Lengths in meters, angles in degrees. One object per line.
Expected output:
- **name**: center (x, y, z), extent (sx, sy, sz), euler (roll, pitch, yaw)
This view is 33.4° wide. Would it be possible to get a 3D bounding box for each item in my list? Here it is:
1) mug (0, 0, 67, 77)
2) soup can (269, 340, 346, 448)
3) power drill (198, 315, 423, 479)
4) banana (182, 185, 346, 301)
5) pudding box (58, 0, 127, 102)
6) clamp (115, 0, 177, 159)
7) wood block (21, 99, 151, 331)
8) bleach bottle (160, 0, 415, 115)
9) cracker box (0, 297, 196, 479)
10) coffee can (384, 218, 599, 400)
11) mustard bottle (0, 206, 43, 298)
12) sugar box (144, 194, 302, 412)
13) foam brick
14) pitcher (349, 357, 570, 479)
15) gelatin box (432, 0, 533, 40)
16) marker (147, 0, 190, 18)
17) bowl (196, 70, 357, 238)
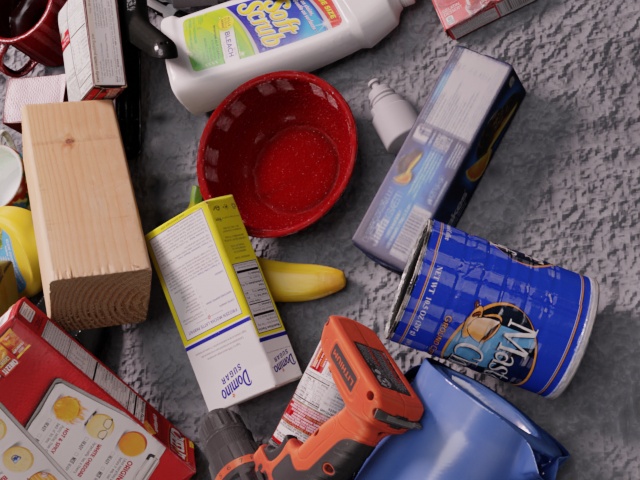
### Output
- **mug**: center (-0.306, -0.227, 1.138), extent (0.093, 0.081, 0.117), euler (25, 86, 26)
- **soup can**: center (0.009, 0.142, 0.915), extent (0.069, 0.068, 0.102), euler (25, 86, 26)
- **power drill**: center (-0.015, 0.152, 0.837), extent (0.188, 0.057, 0.185), euler (-54, 42, 18)
- **banana**: center (-0.069, 0.015, 0.999), extent (0.198, 0.037, 0.069), euler (31, 91, 26)
- **pudding box**: center (-0.227, -0.191, 1.060), extent (0.090, 0.039, 0.113), euler (-20, 77, 60)
- **clamp**: center (-0.188, -0.209, 1.066), extent (0.165, 0.036, 0.210), euler (-48, 50, 53)
- **wood block**: center (-0.224, -0.026, 1.007), extent (0.090, 0.090, 0.206), euler (-6, 55, -18)
- **bleach bottle**: center (-0.026, -0.208, 1.030), extent (0.251, 0.068, 0.102), euler (-19, 64, 14)
- **cracker box**: center (-0.242, 0.180, 0.947), extent (0.164, 0.072, 0.213), euler (-44, 105, 7)
- **coffee can**: center (0.133, 0.054, 0.841), extent (0.140, 0.103, 0.103), euler (20, 84, 1)
- **mustard bottle**: center (-0.323, 0.013, 1.081), extent (0.192, 0.058, 0.096), euler (-4, 113, 21)
- **sugar box**: center (-0.089, 0.058, 0.957), extent (0.094, 0.048, 0.176), euler (-27, 83, 39)
- **foam brick**: center (-0.286, -0.141, 1.124), extent (0.078, 0.051, 0.053), euler (0, 77, 23)
- **pitcher**: center (0.071, 0.219, 0.845), extent (0.145, 0.149, 0.243), euler (34, 94, 11)
- **gelatin box**: center (0.144, -0.237, 0.983), extent (0.089, 0.030, 0.073), euler (-24, 68, 15)
- **marker**: center (-0.173, -0.248, 1.124), extent (0.121, 0.020, 0.020), euler (33, 90, 26)
- **bowl**: center (-0.033, -0.074, 0.998), extent (0.162, 0.055, 0.162), euler (-6, 74, 21)
